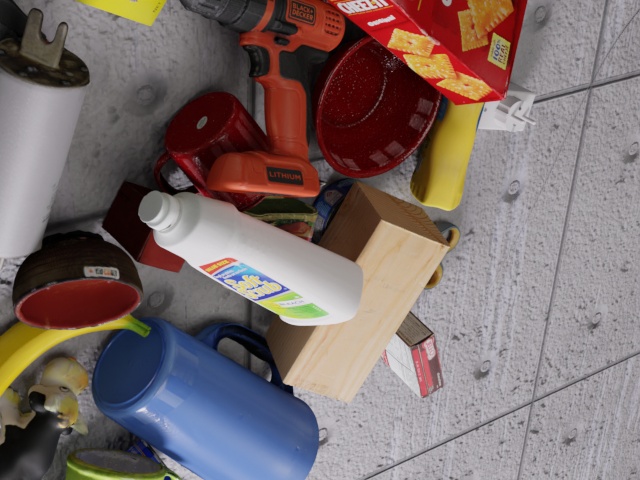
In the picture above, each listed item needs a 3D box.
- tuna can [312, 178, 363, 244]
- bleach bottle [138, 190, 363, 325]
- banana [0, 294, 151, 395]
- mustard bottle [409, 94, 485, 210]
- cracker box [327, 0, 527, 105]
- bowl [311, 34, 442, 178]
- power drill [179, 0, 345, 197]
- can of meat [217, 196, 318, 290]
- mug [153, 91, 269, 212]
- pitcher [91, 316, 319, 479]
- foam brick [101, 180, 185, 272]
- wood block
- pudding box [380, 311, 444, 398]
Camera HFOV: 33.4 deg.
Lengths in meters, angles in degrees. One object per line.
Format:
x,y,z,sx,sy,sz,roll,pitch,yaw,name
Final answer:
0.030,-0.024,1.164,0.086,0.034,0.086,-20,127,-29,tuna can
-0.070,0.013,0.969,0.250,0.103,0.068,28,65,-46,bleach bottle
-0.258,0.100,0.988,0.197,0.070,0.037,-28,164,-19,banana
0.147,-0.135,1.150,0.058,0.096,0.192,13,111,-1,mustard bottle
0.113,-0.250,1.013,0.213,0.072,0.164,31,68,-43,cracker box
0.047,-0.147,1.085,0.161,0.055,0.162,-20,127,-29,bowl
-0.054,-0.134,0.920,0.184,0.057,0.187,5,89,-45,power drill
-0.057,0.001,1.094,0.101,0.058,0.084,-1,114,-38,can of meat
-0.102,-0.078,0.993,0.117,0.093,0.081,-26,132,14,mug
-0.116,0.167,1.111,0.145,0.149,0.242,-40,133,8,pitcher
-0.156,-0.013,0.988,0.051,0.078,0.053,20,102,-43,foam brick
0.035,0.056,1.121,0.090,0.091,0.206,21,111,-27,wood block
0.096,0.118,1.249,0.039,0.114,0.090,-29,131,-18,pudding box
